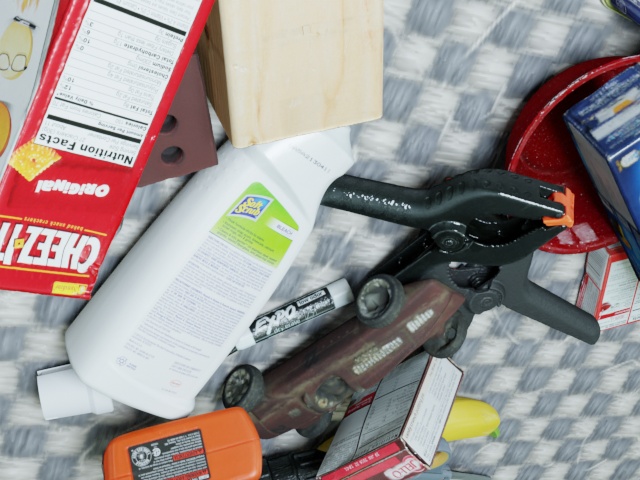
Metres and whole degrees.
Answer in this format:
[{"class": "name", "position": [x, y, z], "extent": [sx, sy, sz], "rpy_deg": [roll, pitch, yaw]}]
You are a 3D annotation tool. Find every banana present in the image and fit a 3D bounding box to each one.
[{"class": "banana", "position": [0.077, 0.166, 0.901], "extent": [0.197, 0.037, 0.070], "rpy_deg": [-7, 129, -20]}]

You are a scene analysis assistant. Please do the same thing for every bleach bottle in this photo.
[{"class": "bleach bottle", "position": [-0.055, 0.001, 0.690], "extent": [0.102, 0.068, 0.251], "rpy_deg": [29, 108, -39]}]

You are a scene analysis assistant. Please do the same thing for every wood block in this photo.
[{"class": "wood block", "position": [-0.023, -0.164, 0.550], "extent": [0.090, 0.091, 0.206], "rpy_deg": [-14, 131, -14]}]

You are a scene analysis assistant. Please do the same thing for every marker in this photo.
[{"class": "marker", "position": [-0.034, 0.060, 0.776], "extent": [0.121, 0.020, 0.020], "rpy_deg": [-24, 133, -6]}]

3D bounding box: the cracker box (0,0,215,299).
[{"class": "cracker box", "position": [-0.123, -0.105, 0.466], "extent": [0.071, 0.164, 0.214], "rpy_deg": [12, 107, -46]}]

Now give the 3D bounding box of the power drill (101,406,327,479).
[{"class": "power drill", "position": [-0.074, 0.177, 0.780], "extent": [0.184, 0.057, 0.188], "rpy_deg": [-16, 155, -6]}]

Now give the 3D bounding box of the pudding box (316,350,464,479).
[{"class": "pudding box", "position": [0.054, 0.139, 0.803], "extent": [0.090, 0.113, 0.039], "rpy_deg": [-33, 107, 36]}]

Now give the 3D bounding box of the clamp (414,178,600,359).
[{"class": "clamp", "position": [0.133, 0.036, 0.817], "extent": [0.164, 0.036, 0.210], "rpy_deg": [-16, 130, -1]}]

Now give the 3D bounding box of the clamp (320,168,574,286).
[{"class": "clamp", "position": [0.079, -0.016, 0.714], "extent": [0.172, 0.039, 0.120], "rpy_deg": [-17, 137, 26]}]

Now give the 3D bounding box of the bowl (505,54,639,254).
[{"class": "bowl", "position": [0.190, -0.070, 0.751], "extent": [0.162, 0.055, 0.162], "rpy_deg": [-13, 131, -16]}]

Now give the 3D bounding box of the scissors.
[{"class": "scissors", "position": [0.110, 0.193, 0.919], "extent": [0.201, 0.016, 0.096], "rpy_deg": [6, 143, -40]}]
